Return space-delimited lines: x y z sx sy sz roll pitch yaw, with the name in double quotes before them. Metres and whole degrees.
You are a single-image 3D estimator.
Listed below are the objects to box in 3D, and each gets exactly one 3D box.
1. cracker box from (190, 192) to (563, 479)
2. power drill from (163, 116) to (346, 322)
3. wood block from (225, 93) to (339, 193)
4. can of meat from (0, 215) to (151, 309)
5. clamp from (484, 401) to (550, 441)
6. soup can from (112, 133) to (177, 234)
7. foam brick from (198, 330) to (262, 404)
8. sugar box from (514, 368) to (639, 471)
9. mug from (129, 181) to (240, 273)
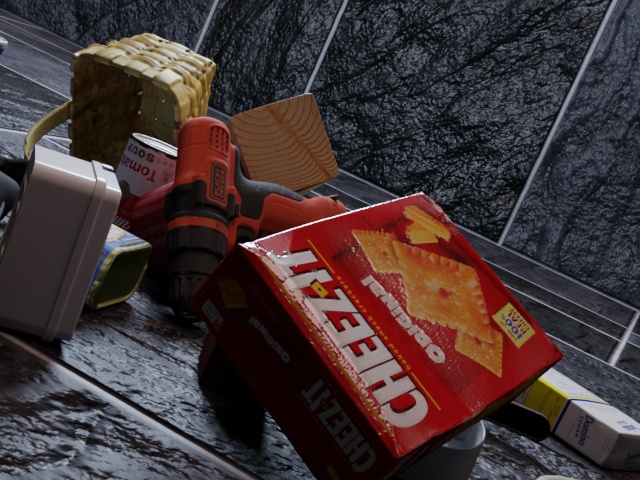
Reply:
"cracker box" 0.046 0.060 0.713 0.213 0.072 0.164 -17 63 -50
"power drill" -0.056 0.001 0.944 0.057 0.184 0.187 -16 -29 39
"wood block" -0.055 -0.086 1.149 0.090 0.091 0.206 -19 0 -13
"can of meat" -0.187 0.009 0.827 0.084 0.057 0.102 27 8 8
"clamp" 0.108 0.132 0.948 0.172 0.039 0.120 23 1 42
"soup can" -0.174 -0.046 1.052 0.068 0.102 0.068 24 9 -4
"foam brick" -0.050 0.069 0.765 0.053 0.078 0.051 22 11 -12
"sugar box" 0.247 0.169 1.081 0.093 0.048 0.176 16 15 -45
"mug" -0.115 -0.007 0.991 0.082 0.093 0.117 -16 -63 40
